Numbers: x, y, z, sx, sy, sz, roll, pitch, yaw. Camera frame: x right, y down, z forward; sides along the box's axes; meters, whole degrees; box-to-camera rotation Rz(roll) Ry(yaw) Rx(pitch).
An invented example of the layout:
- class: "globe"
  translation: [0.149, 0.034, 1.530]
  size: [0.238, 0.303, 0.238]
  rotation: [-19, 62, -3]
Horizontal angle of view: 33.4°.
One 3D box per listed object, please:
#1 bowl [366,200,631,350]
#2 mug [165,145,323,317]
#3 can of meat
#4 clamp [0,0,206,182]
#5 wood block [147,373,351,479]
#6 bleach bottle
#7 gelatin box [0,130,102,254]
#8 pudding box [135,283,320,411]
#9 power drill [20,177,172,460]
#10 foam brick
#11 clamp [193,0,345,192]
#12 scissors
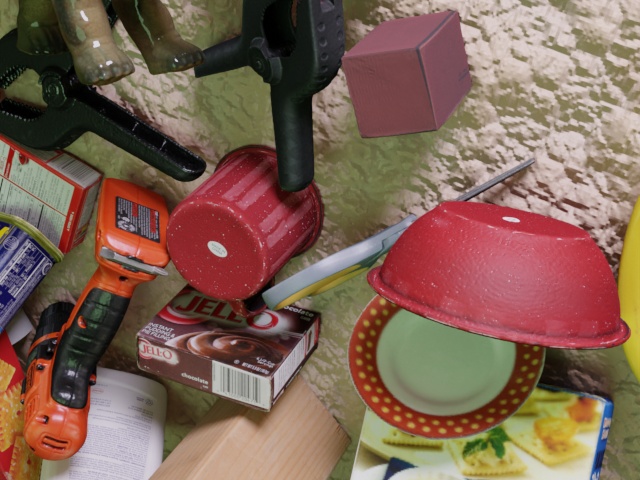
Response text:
- class: "bowl"
  translation: [0.112, 0.013, 0.645]
  size: [0.162, 0.162, 0.055]
  rotation: [14, 102, 20]
- class: "mug"
  translation: [-0.055, 0.001, 0.759]
  size: [0.093, 0.081, 0.117]
  rotation: [8, 120, 23]
- class: "can of meat"
  translation: [-0.270, 0.024, 0.860]
  size: [0.102, 0.084, 0.057]
  rotation: [13, 151, 42]
- class: "clamp"
  translation: [-0.183, -0.125, 0.782]
  size: [0.210, 0.036, 0.164]
  rotation: [4, 111, 29]
- class: "wood block"
  translation: [-0.071, 0.192, 0.797]
  size: [0.090, 0.205, 0.091]
  rotation: [-33, 98, 36]
- class: "bleach bottle"
  translation: [-0.179, 0.208, 0.825]
  size: [0.102, 0.251, 0.068]
  rotation: [12, 126, -9]
- class: "gelatin box"
  translation: [-0.224, -0.043, 0.855]
  size: [0.089, 0.030, 0.073]
  rotation: [32, 128, 8]
- class: "pudding box"
  translation: [-0.068, 0.075, 0.803]
  size: [0.114, 0.089, 0.039]
  rotation: [18, 125, 17]
- class: "power drill"
  translation: [-0.176, 0.049, 0.823]
  size: [0.057, 0.184, 0.188]
  rotation: [18, 113, -22]
- class: "foam brick"
  translation: [0.054, -0.101, 0.649]
  size: [0.051, 0.078, 0.053]
  rotation: [-3, 115, 27]
- class: "clamp"
  translation: [-0.032, -0.120, 0.675]
  size: [0.120, 0.039, 0.172]
  rotation: [42, 143, 17]
- class: "scissors"
  translation: [0.054, -0.002, 0.732]
  size: [0.202, 0.096, 0.016]
  rotation: [-27, 83, 6]
